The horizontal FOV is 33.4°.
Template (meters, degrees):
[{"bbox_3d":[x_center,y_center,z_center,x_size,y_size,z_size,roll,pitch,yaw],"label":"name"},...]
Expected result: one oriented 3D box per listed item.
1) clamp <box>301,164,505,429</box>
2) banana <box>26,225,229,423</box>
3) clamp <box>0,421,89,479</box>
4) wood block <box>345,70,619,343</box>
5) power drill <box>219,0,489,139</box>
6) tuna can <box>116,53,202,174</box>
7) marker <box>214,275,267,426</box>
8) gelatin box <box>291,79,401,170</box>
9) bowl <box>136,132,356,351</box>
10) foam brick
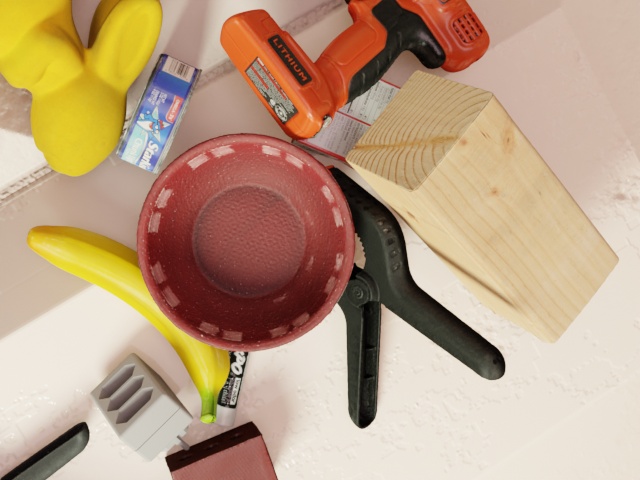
[{"bbox_3d":[0.049,0.037,0.821,0.036,0.165,0.210,-20,90,-45],"label":"clamp"},{"bbox_3d":[-0.133,0.048,0.812,0.198,0.069,0.037,45,121,-5],"label":"banana"},{"bbox_3d":[-0.249,0.194,0.807,0.120,0.039,0.171,15,97,-8],"label":"clamp"},{"bbox_3d":[0.126,-0.022,0.808,0.090,0.091,0.206,-51,127,-5],"label":"wood block"},{"bbox_3d":[0.018,-0.178,0.811,0.187,0.057,0.184,-36,91,-21],"label":"power drill"},{"bbox_3d":[-0.120,-0.094,0.792,0.033,0.086,0.086,24,88,-11],"label":"tuna can"},{"bbox_3d":[-0.064,0.088,0.850,0.020,0.020,0.121,14,90,-13],"label":"marker"},{"bbox_3d":[0.031,-0.095,0.853,0.089,0.030,0.073,22,87,-12],"label":"gelatin box"},{"bbox_3d":[-0.055,0.001,0.809,0.162,0.055,0.162,0,92,-1],"label":"bowl"},{"bbox_3d":[-0.077,0.184,0.836,0.078,0.053,0.051,-21,98,-11],"label":"foam brick"}]
